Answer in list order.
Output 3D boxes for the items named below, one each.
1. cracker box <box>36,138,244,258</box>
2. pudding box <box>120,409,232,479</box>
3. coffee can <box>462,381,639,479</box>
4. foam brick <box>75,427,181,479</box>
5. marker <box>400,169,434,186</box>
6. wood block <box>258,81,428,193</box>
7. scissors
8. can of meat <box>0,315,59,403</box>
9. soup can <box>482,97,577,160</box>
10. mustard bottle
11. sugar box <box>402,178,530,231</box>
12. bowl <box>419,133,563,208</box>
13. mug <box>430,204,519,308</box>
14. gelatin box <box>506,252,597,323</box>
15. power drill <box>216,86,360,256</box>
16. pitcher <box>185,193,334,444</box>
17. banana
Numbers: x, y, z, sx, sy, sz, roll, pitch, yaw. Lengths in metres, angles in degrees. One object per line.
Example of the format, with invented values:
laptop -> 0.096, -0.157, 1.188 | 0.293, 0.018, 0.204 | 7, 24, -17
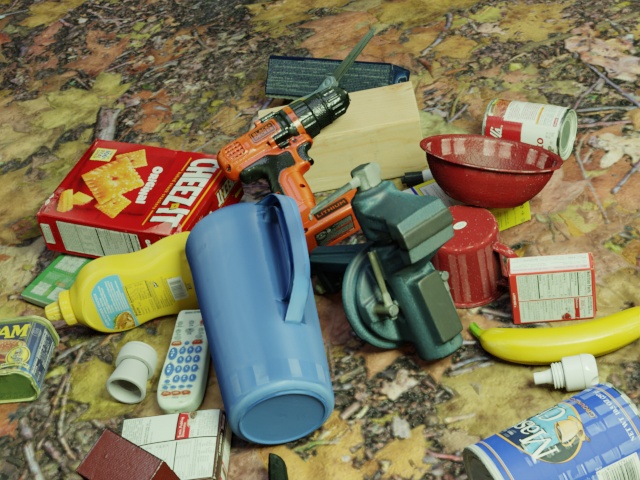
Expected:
cracker box -> -0.230, -0.049, 1.371 | 0.214, 0.072, 0.164 | 9, 45, 21
pudding box -> -0.149, 0.219, 1.075 | 0.113, 0.039, 0.090 | -10, 42, 11
coffee can -> 0.210, 0.199, 0.933 | 0.140, 0.103, 0.103 | -23, 40, -10
foam brick -> -0.182, 0.223, 1.013 | 0.078, 0.053, 0.051 | 23, 64, 28
marker -> 0.162, -0.086, 1.353 | 0.121, 0.020, 0.020 | -9, 39, 8
wood block -> 0.028, -0.129, 1.392 | 0.206, 0.090, 0.091 | -10, 39, 5
scissors -> 0.014, -0.196, 1.460 | 0.202, 0.016, 0.096 | -38, 51, 22
can of meat -> -0.361, 0.139, 1.224 | 0.102, 0.057, 0.084 | -7, 43, 11
soup can -> 0.264, -0.140, 1.347 | 0.102, 0.068, 0.068 | 12, 46, 29
mustard bottle -> -0.226, 0.059, 1.244 | 0.191, 0.096, 0.058 | -17, 38, -2
sugar box -> 0.151, -0.033, 1.274 | 0.176, 0.048, 0.093 | -22, 41, -5
bowl -> 0.189, -0.075, 1.203 | 0.162, 0.055, 0.162 | 6, 18, -2
mug -> 0.169, 0.018, 1.178 | 0.117, 0.081, 0.093 | 20, 50, 35
gelatin box -> 0.244, 0.050, 1.122 | 0.089, 0.073, 0.030 | -6, 40, 11
power drill -> -0.009, -0.086, 1.279 | 0.184, 0.057, 0.188 | -33, 59, -5
pitcher -> -0.057, 0.079, 1.113 | 0.145, 0.149, 0.243 | -21, 49, 5
banana -> 0.250, 0.096, 1.094 | 0.198, 0.037, 0.069 | -5, 41, 12
